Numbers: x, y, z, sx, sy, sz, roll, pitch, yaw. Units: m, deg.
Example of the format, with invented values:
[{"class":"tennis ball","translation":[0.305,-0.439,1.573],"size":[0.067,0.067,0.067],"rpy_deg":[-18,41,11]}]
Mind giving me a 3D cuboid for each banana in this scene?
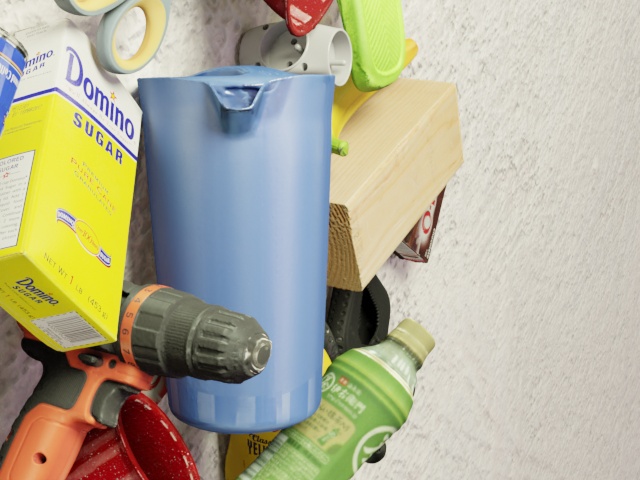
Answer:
[{"class":"banana","translation":[0.026,-0.119,0.917],"size":[0.197,0.070,0.037],"rpy_deg":[-59,145,-46]}]

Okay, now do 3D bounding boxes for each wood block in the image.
[{"class":"wood block","translation":[0.040,-0.056,0.938],"size":[0.205,0.091,0.090],"rpy_deg":[-49,138,-42]}]

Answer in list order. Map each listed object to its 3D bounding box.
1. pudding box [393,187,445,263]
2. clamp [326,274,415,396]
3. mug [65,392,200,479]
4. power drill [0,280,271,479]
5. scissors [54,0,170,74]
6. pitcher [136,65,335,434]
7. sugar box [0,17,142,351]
[{"class":"pudding box","translation":[0.091,-0.044,1.078],"size":[0.090,0.039,0.113],"rpy_deg":[35,69,-58]},{"class":"clamp","translation":[0.046,0.108,1.048],"size":[0.164,0.036,0.210],"rpy_deg":[-31,124,-52]},{"class":"mug","translation":[-0.133,0.162,0.677],"size":[0.093,0.081,0.117],"rpy_deg":[53,10,-32]},{"class":"power drill","translation":[-0.127,0.113,0.613],"size":[0.057,0.185,0.187],"rpy_deg":[38,66,-51]},{"class":"scissors","translation":[-0.087,-0.174,0.669],"size":[0.201,0.016,0.096],"rpy_deg":[-41,135,-41]},{"class":"pitcher","translation":[-0.055,0.001,0.745],"size":[0.148,0.145,0.243],"rpy_deg":[-11,103,-50]},{"class":"sugar box","translation":[-0.146,-0.034,0.610],"size":[0.093,0.048,0.176],"rpy_deg":[57,27,-49]}]
